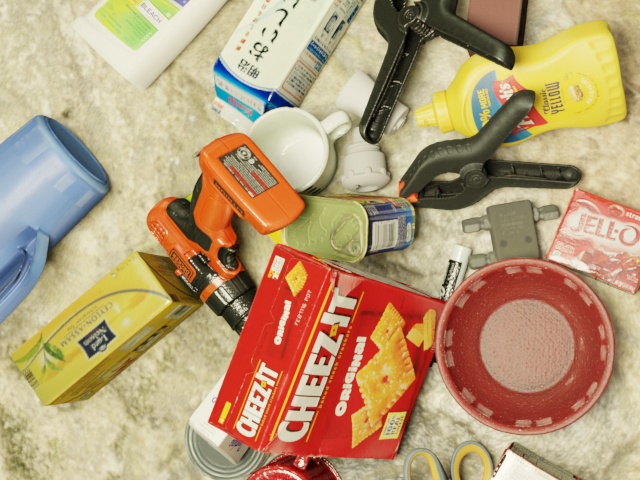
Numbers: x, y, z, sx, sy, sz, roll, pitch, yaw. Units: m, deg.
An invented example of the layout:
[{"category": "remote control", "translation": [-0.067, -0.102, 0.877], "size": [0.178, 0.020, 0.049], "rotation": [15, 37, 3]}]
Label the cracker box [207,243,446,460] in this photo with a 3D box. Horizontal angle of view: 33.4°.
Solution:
[{"category": "cracker box", "translation": [0.017, 0.107, 0.950], "size": [0.072, 0.213, 0.164], "rotation": [22, 92, 36]}]

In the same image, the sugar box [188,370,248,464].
[{"category": "sugar box", "translation": [-0.049, 0.122, 1.008], "size": [0.048, 0.093, 0.176], "rotation": [36, 76, 19]}]

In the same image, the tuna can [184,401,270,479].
[{"category": "tuna can", "translation": [-0.090, 0.196, 1.066], "size": [0.086, 0.033, 0.086], "rotation": [-1, 84, 14]}]

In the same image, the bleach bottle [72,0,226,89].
[{"category": "bleach bottle", "translation": [-0.137, -0.280, 1.109], "size": [0.102, 0.068, 0.251], "rotation": [44, 94, 14]}]

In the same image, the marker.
[{"category": "marker", "translation": [0.121, 0.064, 1.031], "size": [0.020, 0.020, 0.121], "rotation": [17, 89, 15]}]

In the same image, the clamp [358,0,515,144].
[{"category": "clamp", "translation": [0.088, -0.198, 1.020], "size": [0.165, 0.036, 0.210], "rotation": [-32, 51, 25]}]

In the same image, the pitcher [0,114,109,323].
[{"category": "pitcher", "translation": [-0.335, -0.007, 1.100], "size": [0.243, 0.145, 0.149], "rotation": [-41, 97, 5]}]

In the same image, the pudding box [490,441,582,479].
[{"category": "pudding box", "translation": [0.210, 0.226, 0.957], "size": [0.113, 0.090, 0.039], "rotation": [28, 91, 15]}]

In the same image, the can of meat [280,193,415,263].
[{"category": "can of meat", "translation": [0.028, -0.015, 1.012], "size": [0.102, 0.083, 0.057], "rotation": [8, 100, 39]}]

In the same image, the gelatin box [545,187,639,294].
[{"category": "gelatin box", "translation": [0.265, 0.000, 0.995], "size": [0.089, 0.030, 0.073], "rotation": [23, 91, 15]}]

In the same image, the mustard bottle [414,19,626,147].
[{"category": "mustard bottle", "translation": [0.183, -0.137, 1.002], "size": [0.192, 0.058, 0.096], "rotation": [-12, 125, 14]}]

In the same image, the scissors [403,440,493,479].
[{"category": "scissors", "translation": [0.145, 0.276, 1.004], "size": [0.096, 0.016, 0.202], "rotation": [-29, 95, -14]}]

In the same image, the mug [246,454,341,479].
[{"category": "mug", "translation": [-0.025, 0.240, 1.020], "size": [0.093, 0.081, 0.117], "rotation": [27, 92, 15]}]

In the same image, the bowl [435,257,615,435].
[{"category": "bowl", "translation": [0.190, 0.098, 0.992], "size": [0.162, 0.055, 0.162], "rotation": [-1, 85, 14]}]

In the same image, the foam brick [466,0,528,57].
[{"category": "foam brick", "translation": [0.171, -0.218, 1.028], "size": [0.051, 0.053, 0.078], "rotation": [6, 87, 15]}]

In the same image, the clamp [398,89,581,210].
[{"category": "clamp", "translation": [0.156, -0.066, 1.007], "size": [0.172, 0.039, 0.120], "rotation": [-26, 121, 33]}]

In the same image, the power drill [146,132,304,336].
[{"category": "power drill", "translation": [-0.083, 0.001, 1.018], "size": [0.184, 0.057, 0.188], "rotation": [48, 142, 9]}]
